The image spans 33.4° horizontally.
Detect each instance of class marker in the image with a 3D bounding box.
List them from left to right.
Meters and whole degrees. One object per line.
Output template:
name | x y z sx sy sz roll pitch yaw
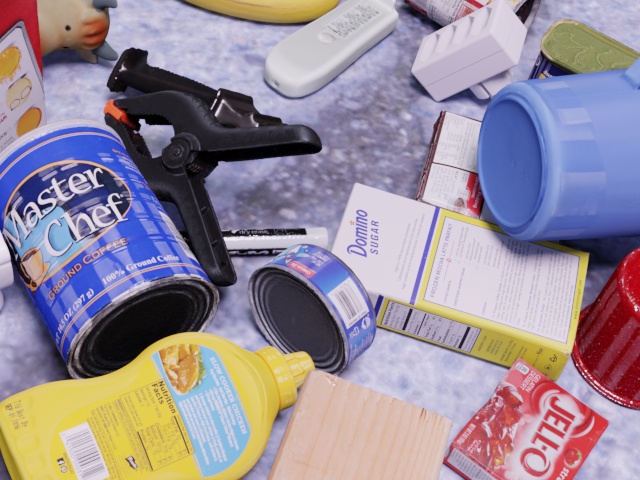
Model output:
marker | -0.055 0.001 0.756 0.121 0.020 0.020 -1 53 -13

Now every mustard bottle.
mustard bottle | -0.088 0.108 0.638 0.191 0.058 0.096 -20 78 -26

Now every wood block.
wood block | -0.003 0.187 0.577 0.091 0.090 0.206 20 51 3

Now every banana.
banana | -0.066 -0.219 0.917 0.197 0.037 0.069 6 45 -7

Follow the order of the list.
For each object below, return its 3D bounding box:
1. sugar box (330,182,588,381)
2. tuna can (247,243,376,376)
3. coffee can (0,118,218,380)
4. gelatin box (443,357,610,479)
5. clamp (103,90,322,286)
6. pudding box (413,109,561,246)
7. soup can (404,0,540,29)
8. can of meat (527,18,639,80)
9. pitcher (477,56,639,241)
sugar box | 0.093 0.028 0.751 0.176 0.048 0.093 16 51 6
tuna can | -0.005 0.045 0.690 0.086 0.086 0.033 40 53 19
coffee can | -0.142 0.007 0.680 0.102 0.103 0.140 -22 60 -26
gelatin box | 0.134 0.129 0.688 0.073 0.030 0.089 36 54 16
clamp | -0.091 -0.045 0.736 0.172 0.039 0.120 23 79 32
pudding box | 0.131 -0.040 0.807 0.113 0.039 0.090 18 62 0
soup can | 0.131 -0.211 0.930 0.102 0.069 0.068 37 54 17
can of meat | 0.215 -0.116 0.862 0.102 0.084 0.057 31 53 13
pitcher | 0.240 -0.072 0.743 0.242 0.145 0.149 -6 86 -19
